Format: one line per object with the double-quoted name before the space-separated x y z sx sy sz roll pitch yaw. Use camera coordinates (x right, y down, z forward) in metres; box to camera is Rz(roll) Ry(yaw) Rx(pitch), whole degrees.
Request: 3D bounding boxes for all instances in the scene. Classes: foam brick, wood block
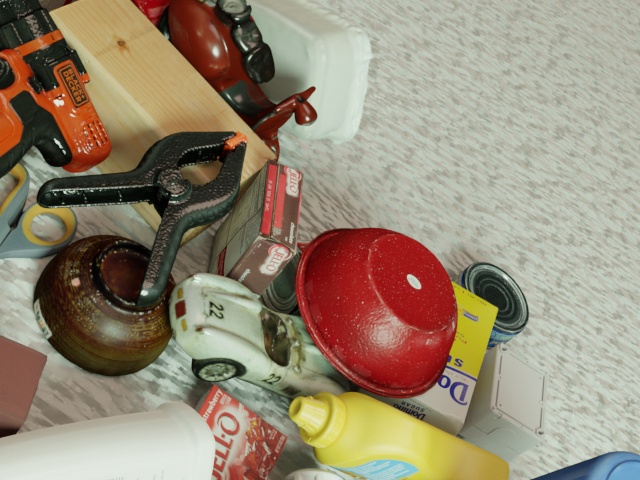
"foam brick" -0.220 0.103 0.697 0.051 0.078 0.053 27 44 -18
"wood block" -0.150 -0.105 0.918 0.206 0.090 0.090 47 42 3

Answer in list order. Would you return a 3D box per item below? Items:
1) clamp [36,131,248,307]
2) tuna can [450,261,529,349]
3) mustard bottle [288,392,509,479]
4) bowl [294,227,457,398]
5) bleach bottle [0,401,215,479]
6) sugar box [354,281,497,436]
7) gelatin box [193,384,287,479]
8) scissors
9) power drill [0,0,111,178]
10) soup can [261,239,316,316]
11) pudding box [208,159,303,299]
"clamp" -0.126 -0.039 0.812 0.120 0.039 0.171 41 52 -1
"tuna can" 0.169 0.065 1.081 0.086 0.034 0.086 22 46 -24
"mustard bottle" 0.052 0.164 0.833 0.191 0.096 0.058 30 61 -31
"bowl" 0.060 0.047 0.888 0.161 0.055 0.162 21 49 -27
"bleach bottle" -0.192 0.161 0.660 0.250 0.102 0.068 1 18 -38
"sugar box" 0.099 0.100 0.966 0.093 0.048 0.176 29 34 0
"gelatin box" -0.073 0.164 0.803 0.073 0.030 0.089 37 41 -8
"scissors" -0.240 0.020 0.798 0.096 0.016 0.201 25 45 -22
"power drill" -0.254 -0.111 0.797 0.187 0.057 0.184 -43 112 -48
"soup can" 0.006 0.034 0.947 0.102 0.069 0.068 3 56 -37
"pudding box" -0.056 0.001 0.888 0.039 0.114 0.090 24 45 -19
